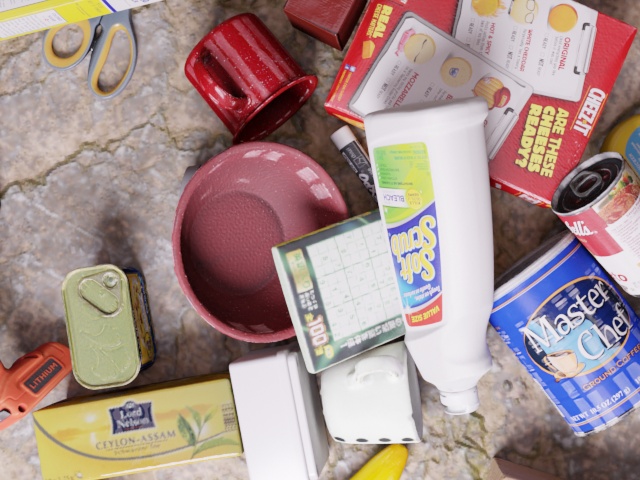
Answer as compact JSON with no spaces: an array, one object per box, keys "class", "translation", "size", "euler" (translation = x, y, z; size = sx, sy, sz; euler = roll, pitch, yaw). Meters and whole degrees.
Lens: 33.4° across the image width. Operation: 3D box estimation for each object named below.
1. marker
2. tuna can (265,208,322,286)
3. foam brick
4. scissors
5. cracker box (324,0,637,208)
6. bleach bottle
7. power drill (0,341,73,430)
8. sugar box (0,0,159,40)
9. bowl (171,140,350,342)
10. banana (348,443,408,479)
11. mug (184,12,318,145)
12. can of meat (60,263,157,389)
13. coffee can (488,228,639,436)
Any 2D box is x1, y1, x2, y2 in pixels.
[{"class":"marker","translation":[0.050,-0.047,0.940],"size":[0.020,0.020,0.121],"euler":[-35,88,3]},{"class":"tuna can","translation":[-0.025,0.015,0.937],"size":[0.086,0.033,0.086],"euler":[0,89,4]},{"class":"foam brick","translation":[0.005,-0.202,0.916],"size":[0.053,0.078,0.051],"euler":[27,93,4]},{"class":"scissors","translation":[-0.193,-0.228,0.960],"size":[0.096,0.016,0.202],"euler":[9,90,4]},{"class":"cracker box","translation":[0.132,-0.143,0.910],"size":[0.213,0.072,0.164],"euler":[24,91,3]},{"class":"bleach bottle","translation":[0.099,0.017,0.847],"size":[0.067,0.103,0.251],"euler":[-17,102,-35]},{"class":"power drill","translation":[-0.292,0.056,0.908],"size":[0.057,0.184,0.187],"euler":[-31,102,36]},{"class":"sugar box","translation":[-0.215,-0.242,0.935],"size":[0.176,0.048,0.093],"euler":[-10,79,7]},{"class":"bowl","translation":[-0.056,0.001,0.874],"size":[0.161,0.055,0.162],"euler":[0,89,-29]},{"class":"banana","translation":[-0.010,0.237,0.932],"size":[0.198,0.037,0.069],"euler":[-17,90,3]},{"class":"mug","translation":[-0.068,-0.137,0.905],"size":[0.093,0.117,0.081],"euler":[-43,81,29]},{"class":"can of meat","translation":[-0.179,0.071,0.922],"size":[0.057,0.084,0.102],"euler":[-9,89,4]},{"class":"coffee can","translation":[0.210,0.076,0.886],"size":[0.103,0.103,0.140],"euler":[-38,87,2]}]
